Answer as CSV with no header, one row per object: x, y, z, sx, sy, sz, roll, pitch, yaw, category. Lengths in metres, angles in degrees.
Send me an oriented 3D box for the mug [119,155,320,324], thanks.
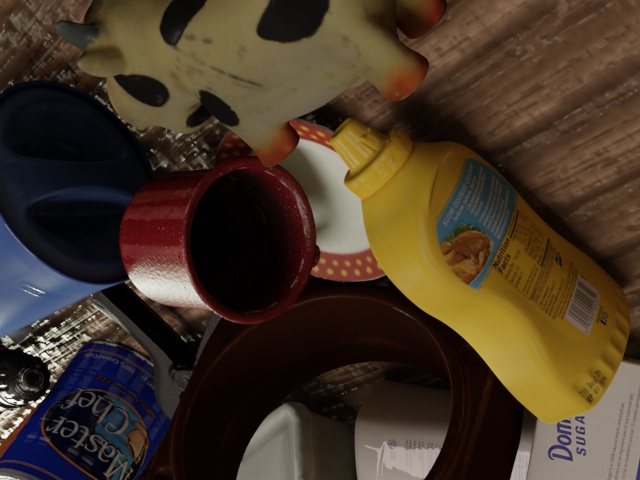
-0.054,0.001,0.626,0.117,0.093,0.082,8,175,-40,mug

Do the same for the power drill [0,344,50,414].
-0.317,0.073,0.890,0.187,0.057,0.185,48,150,-17,power drill

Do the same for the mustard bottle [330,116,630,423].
0.080,0.004,0.566,0.191,0.096,0.058,42,140,-13,mustard bottle

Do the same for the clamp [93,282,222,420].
-0.086,0.088,0.786,0.120,0.039,0.171,-6,123,32,clamp

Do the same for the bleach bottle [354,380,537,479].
0.150,0.159,0.705,0.251,0.068,0.102,6,119,24,bleach bottle

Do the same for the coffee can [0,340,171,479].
-0.190,0.166,0.865,0.103,0.140,0.103,17,139,15,coffee can

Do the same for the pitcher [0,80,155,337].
-0.235,0.002,0.692,0.243,0.144,0.149,-27,96,34,pitcher
